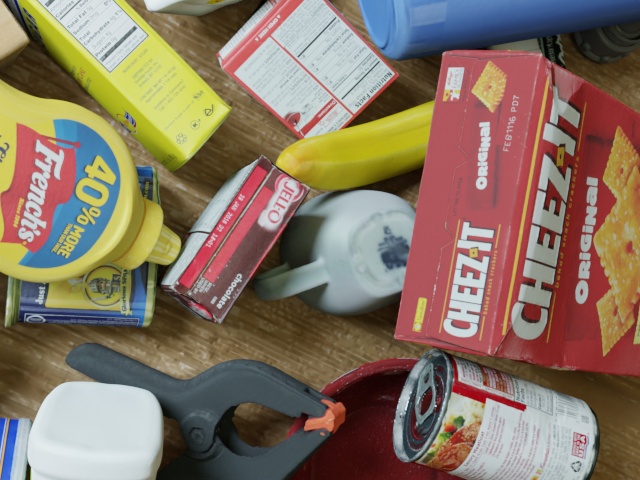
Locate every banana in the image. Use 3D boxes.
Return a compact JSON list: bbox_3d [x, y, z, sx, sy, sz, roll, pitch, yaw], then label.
[{"bbox_3d":[0.051,-0.067,0.672,0.197,0.070,0.037,-22,71,-24],"label":"banana"}]

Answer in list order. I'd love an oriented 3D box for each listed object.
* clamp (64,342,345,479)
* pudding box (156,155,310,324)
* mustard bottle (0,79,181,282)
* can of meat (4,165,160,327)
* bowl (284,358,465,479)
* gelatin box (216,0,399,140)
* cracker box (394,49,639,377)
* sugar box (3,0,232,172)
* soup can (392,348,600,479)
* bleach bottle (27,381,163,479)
[{"bbox_3d":[-0.070,0.122,0.628,0.172,0.039,0.120,1,100,18],"label":"clamp"},{"bbox_3d":[-0.054,0.001,0.624,0.039,0.114,0.090,36,81,-11],"label":"pudding box"},{"bbox_3d":[-0.154,-0.031,0.553,0.191,0.058,0.096,28,88,-34],"label":"mustard bottle"},{"bbox_3d":[-0.141,0.002,0.632,0.083,0.057,0.102,4,87,-16],"label":"can of meat"},{"bbox_3d":[0.043,0.153,0.675,0.162,0.055,0.162,0,89,-14],"label":"bowl"},{"bbox_3d":[-0.008,-0.108,0.660,0.073,0.030,0.089,-44,119,10],"label":"gelatin box"},{"bbox_3d":[0.144,-0.006,0.644,0.213,0.072,0.164,14,84,-50],"label":"cracker box"},{"bbox_3d":[-0.132,-0.117,0.618,0.176,0.093,0.048,42,79,-9],"label":"sugar box"},{"bbox_3d":[0.103,0.111,0.628,0.102,0.069,0.068,20,84,-14],"label":"soup can"},{"bbox_3d":[-0.134,0.211,0.589,0.068,0.102,0.251,7,103,-8],"label":"bleach bottle"}]
